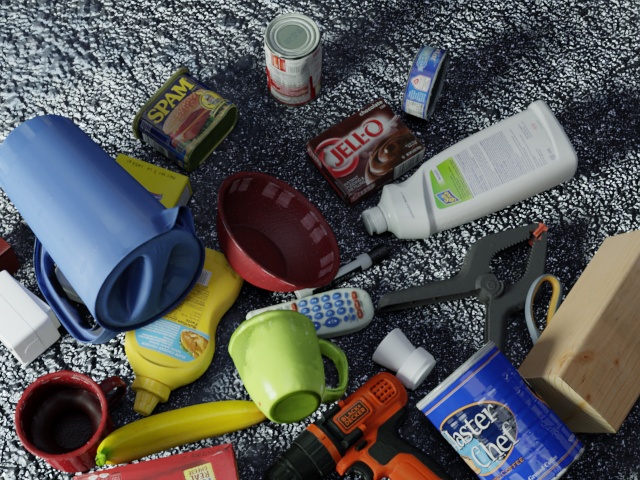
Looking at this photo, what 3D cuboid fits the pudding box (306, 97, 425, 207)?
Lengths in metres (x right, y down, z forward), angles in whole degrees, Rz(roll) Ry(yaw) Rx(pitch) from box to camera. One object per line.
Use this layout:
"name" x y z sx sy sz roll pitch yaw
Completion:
"pudding box" 0.053 -0.104 1.265 0.113 0.039 0.090 -32 67 -15

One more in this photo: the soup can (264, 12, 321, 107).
"soup can" -0.033 -0.217 1.286 0.068 0.102 0.068 0 64 0

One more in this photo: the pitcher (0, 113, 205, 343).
"pitcher" -0.248 -0.018 1.133 0.149 0.145 0.243 -32 58 -23

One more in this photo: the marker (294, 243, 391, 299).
"marker" 0.027 0.035 1.208 0.121 0.020 0.020 -26 67 -12

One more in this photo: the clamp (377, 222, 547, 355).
"clamp" 0.190 0.065 1.183 0.209 0.036 0.164 -39 76 -17

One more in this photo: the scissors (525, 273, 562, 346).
"scissors" 0.254 0.138 1.156 0.096 0.016 0.202 9 78 -17

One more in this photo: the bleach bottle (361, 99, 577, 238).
"bleach bottle" 0.164 -0.072 1.238 0.250 0.068 0.102 -22 66 -8

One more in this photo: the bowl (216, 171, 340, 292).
"bowl" -0.058 0.001 1.180 0.162 0.055 0.162 27 37 -23

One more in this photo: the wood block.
"wood block" 0.307 0.094 1.124 0.090 0.091 0.206 43 68 -11

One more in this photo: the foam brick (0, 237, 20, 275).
"foam brick" -0.385 0.028 1.195 0.053 0.051 0.078 39 70 18

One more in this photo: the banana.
"banana" -0.149 0.199 1.097 0.197 0.070 0.037 -13 106 -33

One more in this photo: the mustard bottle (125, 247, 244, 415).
"mustard bottle" -0.157 0.099 1.155 0.096 0.058 0.191 19 65 3

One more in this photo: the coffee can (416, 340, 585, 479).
"coffee can" 0.180 0.186 1.074 0.102 0.103 0.140 -38 80 -17

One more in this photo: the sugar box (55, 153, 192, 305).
"sugar box" -0.225 -0.006 1.215 0.093 0.048 0.176 18 64 10

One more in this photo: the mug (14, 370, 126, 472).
"mug" -0.249 0.183 1.101 0.117 0.081 0.093 -41 70 -18

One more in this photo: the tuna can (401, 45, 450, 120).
"tuna can" 0.126 -0.190 1.282 0.034 0.086 0.086 19 65 11

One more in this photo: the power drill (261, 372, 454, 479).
"power drill" 0.058 0.249 1.081 0.184 0.057 0.188 -38 70 -17

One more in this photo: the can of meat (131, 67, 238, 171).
"can of meat" -0.160 -0.143 1.276 0.084 0.057 0.102 35 69 13
